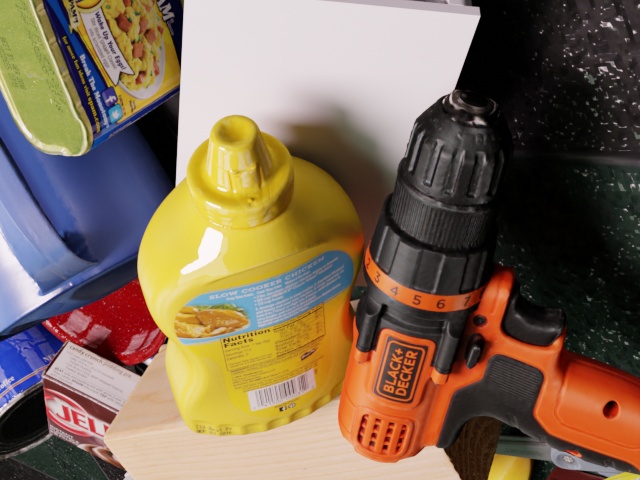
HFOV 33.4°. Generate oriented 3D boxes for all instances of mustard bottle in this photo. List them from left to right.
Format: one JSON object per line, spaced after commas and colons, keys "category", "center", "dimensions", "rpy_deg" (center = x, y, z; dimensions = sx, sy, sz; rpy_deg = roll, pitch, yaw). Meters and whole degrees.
{"category": "mustard bottle", "center": [-0.028, 0.016, 0.462], "dimensions": [0.192, 0.096, 0.058], "rpy_deg": [87, 162, -55]}

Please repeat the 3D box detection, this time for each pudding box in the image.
{"category": "pudding box", "center": [-0.139, 0.127, 0.755], "dimensions": [0.113, 0.039, 0.090], "rpy_deg": [23, 145, 6]}

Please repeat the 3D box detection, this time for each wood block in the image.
{"category": "wood block", "center": [-0.009, 0.102, 0.618], "dimensions": [0.206, 0.090, 0.090], "rpy_deg": [-15, 119, 32]}

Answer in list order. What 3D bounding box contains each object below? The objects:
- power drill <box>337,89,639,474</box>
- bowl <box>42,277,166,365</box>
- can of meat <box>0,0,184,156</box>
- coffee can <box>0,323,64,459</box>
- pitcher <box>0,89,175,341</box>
{"category": "power drill", "center": [0.107, 0.038, 0.444], "dimensions": [0.188, 0.057, 0.184], "rpy_deg": [16, 128, 6]}
{"category": "bowl", "center": [-0.150, 0.004, 0.731], "dimensions": [0.162, 0.055, 0.162], "rpy_deg": [19, 127, 27]}
{"category": "can of meat", "center": [-0.106, -0.100, 0.487], "dimensions": [0.058, 0.083, 0.102], "rpy_deg": [10, 128, 39]}
{"category": "coffee can", "center": [-0.254, 0.083, 0.826], "dimensions": [0.140, 0.102, 0.103], "rpy_deg": [48, 151, 20]}
{"category": "pitcher", "center": [-0.178, -0.075, 0.577], "dimensions": [0.149, 0.144, 0.243], "rpy_deg": [-29, 90, 44]}
